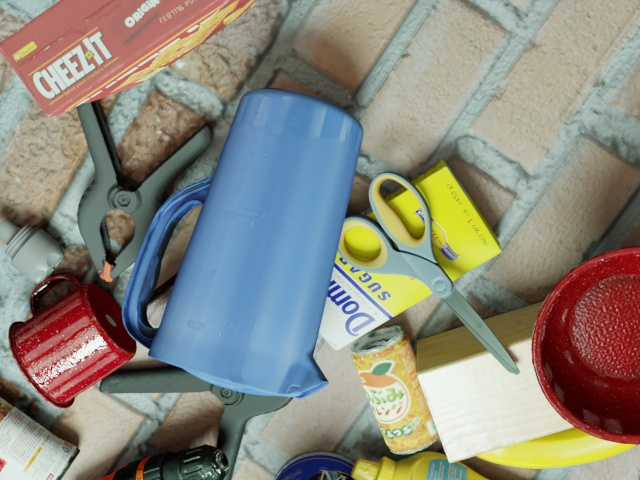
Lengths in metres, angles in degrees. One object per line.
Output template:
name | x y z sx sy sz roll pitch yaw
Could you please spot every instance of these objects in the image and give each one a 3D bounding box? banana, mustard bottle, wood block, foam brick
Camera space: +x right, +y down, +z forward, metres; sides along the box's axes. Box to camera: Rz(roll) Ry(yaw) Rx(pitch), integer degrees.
banana | 0.229 0.175 0.974 0.198 0.037 0.069 -19 113 12
mustard bottle | 0.118 0.246 0.975 0.191 0.096 0.058 25 137 -1
wood block | 0.196 0.110 0.936 0.206 0.090 0.091 -19 102 10
foam brick | -0.116 0.053 0.967 0.078 0.053 0.051 -37 99 12

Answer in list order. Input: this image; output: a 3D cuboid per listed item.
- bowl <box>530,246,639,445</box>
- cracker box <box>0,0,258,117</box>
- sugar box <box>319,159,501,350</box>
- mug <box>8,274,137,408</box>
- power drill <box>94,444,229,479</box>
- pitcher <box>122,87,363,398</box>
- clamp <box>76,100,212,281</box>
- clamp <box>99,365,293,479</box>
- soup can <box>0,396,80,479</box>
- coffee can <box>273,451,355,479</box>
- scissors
bowl | 0.247 0.077 0.848 0.162 0.055 0.162 1 103 5
cracker box | -0.132 -0.175 0.827 0.164 0.213 0.072 -32 100 12
sugar box | 0.061 0.015 0.945 0.176 0.048 0.093 -33 97 10
mug | -0.226 0.083 0.974 0.081 0.093 0.117 -33 63 7
power drill | -0.130 0.287 1.009 0.185 0.057 0.187 -23 101 28
pitcher | -0.056 0.001 0.884 0.149 0.145 0.243 19 82 -26
clamp | -0.181 -0.050 0.953 0.120 0.039 0.171 26 105 -1
clamp | -0.095 0.131 0.993 0.164 0.036 0.210 41 108 -7
soup can | -0.288 0.199 1.011 0.102 0.068 0.068 35 104 -5
coffee can | -0.003 0.268 0.967 0.103 0.140 0.103 1 104 4
scissors | 0.081 0.040 0.902 0.096 0.016 0.202 -27 85 15
